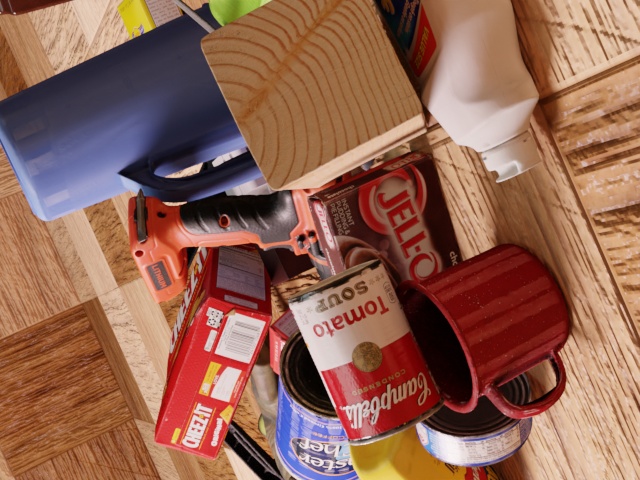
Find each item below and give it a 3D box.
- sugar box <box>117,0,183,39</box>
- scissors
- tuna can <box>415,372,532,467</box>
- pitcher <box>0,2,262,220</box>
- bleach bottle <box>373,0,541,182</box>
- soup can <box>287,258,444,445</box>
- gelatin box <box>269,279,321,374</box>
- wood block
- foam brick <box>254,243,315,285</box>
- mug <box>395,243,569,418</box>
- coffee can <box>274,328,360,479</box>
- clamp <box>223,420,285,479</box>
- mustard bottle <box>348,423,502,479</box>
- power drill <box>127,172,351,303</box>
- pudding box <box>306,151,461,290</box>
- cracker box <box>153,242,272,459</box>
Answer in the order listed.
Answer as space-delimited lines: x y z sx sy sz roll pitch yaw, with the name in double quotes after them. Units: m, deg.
-0.156 -0.182 1.140 0.093 0.048 0.176 -3 109 69 "sugar box"
-0.039 -0.123 0.821 0.201 0.016 0.096 39 -177 -16 "scissors"
0.108 0.120 0.762 0.086 0.086 0.034 41 151 49 "tuna can"
-0.147 -0.104 0.915 0.145 0.242 0.149 68 167 -17 "pitcher"
0.063 -0.153 0.597 0.251 0.068 0.103 64 163 -4 "bleach bottle"
0.029 0.071 0.686 0.102 0.068 0.069 66 160 -1 "soup can"
-0.010 0.081 1.008 0.030 0.089 0.073 36 150 21 "gelatin box"
0.006 -0.090 0.646 0.090 0.091 0.206 64 -172 0 "wood block"
-0.032 -0.004 1.025 0.078 0.051 0.053 66 160 -1 "foam brick"
0.112 0.061 0.688 0.117 0.081 0.093 54 157 30 "mug"
0.011 0.150 0.972 0.103 0.102 0.140 54 156 30 "coffee can"
-0.045 0.306 1.265 0.209 0.036 0.164 34 -146 -54 "clamp"
0.101 0.194 0.841 0.191 0.058 0.096 46 -150 -27 "mustard bottle"
-0.056 0.001 0.890 0.184 0.187 0.057 78 -179 -55 "power drill"
0.050 0.003 0.769 0.039 0.090 0.113 27 138 63 "pudding box"
-0.109 0.094 1.086 0.213 0.072 0.164 -102 31 -69 "cracker box"
